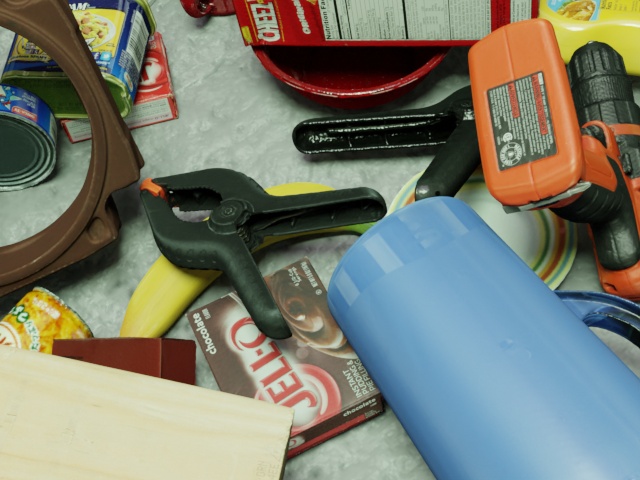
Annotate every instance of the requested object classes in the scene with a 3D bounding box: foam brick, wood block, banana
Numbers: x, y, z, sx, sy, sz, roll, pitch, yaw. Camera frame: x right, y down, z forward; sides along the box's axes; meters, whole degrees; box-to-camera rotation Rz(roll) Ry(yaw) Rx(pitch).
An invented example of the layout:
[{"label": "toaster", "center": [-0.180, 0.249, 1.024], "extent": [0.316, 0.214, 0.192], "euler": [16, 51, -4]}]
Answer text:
[{"label": "foam brick", "center": [-0.122, 0.087, 0.662], "extent": [0.078, 0.051, 0.053], "euler": [-2, 82, 19]}, {"label": "wood block", "center": [-0.126, 0.127, 0.583], "extent": [0.206, 0.091, 0.090], "euler": [12, 51, 3]}, {"label": "banana", "center": [-0.057, 0.007, 0.734], "extent": [0.197, 0.037, 0.070], "euler": [-26, 55, -10]}]

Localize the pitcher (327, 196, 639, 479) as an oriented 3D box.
[{"label": "pitcher", "center": [0.117, 0.087, 0.598], "extent": [0.145, 0.149, 0.243], "euler": [-51, 57, 23]}]

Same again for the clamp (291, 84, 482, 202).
[{"label": "clamp", "center": [0.105, -0.074, 0.739], "extent": [0.209, 0.036, 0.165], "euler": [-17, 29, -18]}]

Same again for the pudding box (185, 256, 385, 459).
[{"label": "pudding box", "center": [-0.023, 0.078, 0.681], "extent": [0.090, 0.039, 0.113], "euler": [-25, 56, -8]}]

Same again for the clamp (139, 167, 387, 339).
[{"label": "clamp", "center": [-0.054, 0.001, 0.685], "extent": [0.172, 0.039, 0.120], "euler": [10, 47, 30]}]

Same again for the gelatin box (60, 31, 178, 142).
[{"label": "gelatin box", "center": [-0.161, -0.122, 0.839], "extent": [0.089, 0.030, 0.073], "euler": [-14, 56, -2]}]

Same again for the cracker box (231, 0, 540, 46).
[{"label": "cracker box", "center": [0.054, -0.218, 0.781], "extent": [0.214, 0.072, 0.164], "euler": [2, 54, 12]}]

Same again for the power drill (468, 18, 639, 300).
[{"label": "power drill", "center": [0.159, -0.066, 0.659], "extent": [0.057, 0.187, 0.184], "euler": [-20, 66, 31]}]

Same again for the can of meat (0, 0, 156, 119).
[{"label": "can of meat", "center": [-0.182, -0.140, 0.801], "extent": [0.102, 0.057, 0.084], "euler": [2, 60, 9]}]

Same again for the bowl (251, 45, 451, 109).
[{"label": "bowl", "center": [0.028, -0.154, 0.821], "extent": [0.162, 0.055, 0.162], "euler": [-4, 55, 5]}]

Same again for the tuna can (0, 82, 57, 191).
[{"label": "tuna can", "center": [-0.237, -0.076, 0.785], "extent": [0.086, 0.086, 0.034], "euler": [-8, 54, 2]}]
